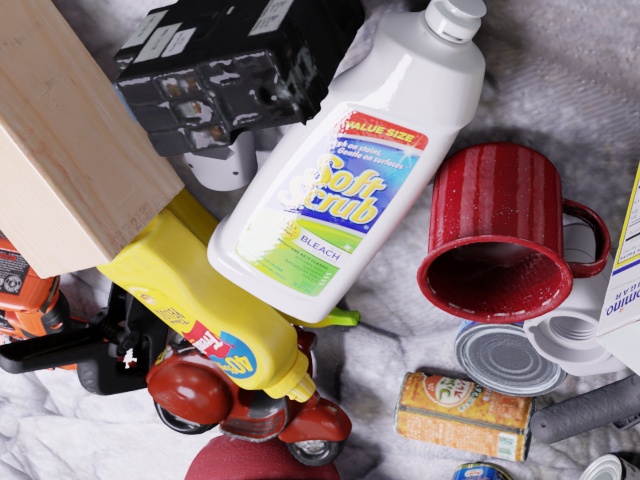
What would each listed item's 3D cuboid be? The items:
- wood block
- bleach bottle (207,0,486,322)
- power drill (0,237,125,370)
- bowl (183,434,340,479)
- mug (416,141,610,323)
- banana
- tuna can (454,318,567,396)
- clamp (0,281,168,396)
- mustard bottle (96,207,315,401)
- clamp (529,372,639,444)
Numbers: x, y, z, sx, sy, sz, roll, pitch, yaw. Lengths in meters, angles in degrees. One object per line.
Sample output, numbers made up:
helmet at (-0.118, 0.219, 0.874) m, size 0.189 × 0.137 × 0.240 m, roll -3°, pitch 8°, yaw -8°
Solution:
wood block at (-0.197, -0.085, 0.703) m, size 0.091 × 0.090 × 0.206 m, roll -12°, pitch 120°, yaw 46°
bleach bottle at (0.020, -0.057, 0.666) m, size 0.102 × 0.068 × 0.251 m, roll 32°, pitch 131°, yaw -1°
power drill at (-0.270, 0.056, 0.913) m, size 0.184 × 0.057 × 0.187 m, roll 9°, pitch 157°, yaw 7°
bowl at (-0.055, 0.208, 0.979) m, size 0.162 × 0.055 × 0.162 m, roll -4°, pitch 161°, yaw -2°
mug at (0.121, -0.006, 0.662) m, size 0.117 × 0.081 × 0.093 m, roll 5°, pitch 144°, yaw 5°
banana at (-0.061, 0.012, 0.811) m, size 0.197 × 0.037 × 0.070 m, roll 34°, pitch 139°, yaw -9°
tuna can at (0.142, 0.077, 0.785) m, size 0.086 × 0.033 × 0.086 m, roll 14°, pitch 139°, yaw 12°
clamp at (-0.178, 0.080, 0.874) m, size 0.036 × 0.164 × 0.210 m, roll 34°, pitch 154°, yaw 23°
mustard bottle at (-0.074, 0.056, 0.788) m, size 0.191 × 0.058 × 0.096 m, roll 43°, pitch 152°, yaw -21°
clamp at (0.242, 0.101, 0.744) m, size 0.172 × 0.039 × 0.120 m, roll -29°, pitch 163°, yaw 31°
